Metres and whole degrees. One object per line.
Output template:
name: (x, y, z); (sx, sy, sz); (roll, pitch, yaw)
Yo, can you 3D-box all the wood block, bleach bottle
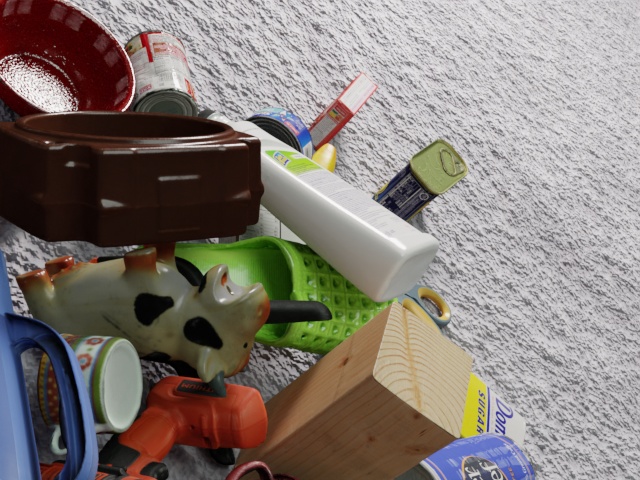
wood block: (0.023, 0.154, 0.905); (0.090, 0.206, 0.090); (36, 40, -13)
bleach bottle: (-0.012, -0.042, 1.021); (0.251, 0.068, 0.102); (38, 21, 19)

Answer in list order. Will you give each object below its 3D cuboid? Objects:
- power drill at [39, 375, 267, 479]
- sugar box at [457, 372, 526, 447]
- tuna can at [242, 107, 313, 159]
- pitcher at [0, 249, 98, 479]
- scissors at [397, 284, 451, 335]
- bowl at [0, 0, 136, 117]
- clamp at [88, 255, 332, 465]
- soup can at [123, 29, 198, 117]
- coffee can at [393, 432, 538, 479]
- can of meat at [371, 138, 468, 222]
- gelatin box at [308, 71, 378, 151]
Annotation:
power drill: (-0.117, 0.169, 0.809); (0.187, 0.185, 0.057); (-33, 123, -58)
sugar box: (0.138, 0.175, 1.126); (0.176, 0.048, 0.093); (39, 39, -9)
tuna can: (-0.051, -0.099, 1.152); (0.086, 0.086, 0.033); (46, 37, -2)
pitcher: (-0.256, 0.106, 0.743); (0.149, 0.145, 0.243); (10, 49, -34)
scissors: (0.082, 0.040, 1.214); (0.202, 0.016, 0.096); (54, 37, 9)
bowl: (-0.263, -0.163, 1.032); (0.162, 0.055, 0.162); (25, 44, -26)
clamp: (-0.117, 0.086, 0.929); (0.210, 0.164, 0.036); (27, -2, 0)
soup can: (-0.165, -0.160, 1.099); (0.068, 0.069, 0.102); (17, 38, -33)
coffee can: (0.125, 0.242, 1.009); (0.140, 0.103, 0.103); (-2, 59, -44)
can of meat: (0.118, -0.067, 1.283); (0.057, 0.084, 0.101); (50, 38, 3)
gelatin box: (0.024, -0.156, 1.280); (0.030, 0.073, 0.089); (43, 38, -6)
